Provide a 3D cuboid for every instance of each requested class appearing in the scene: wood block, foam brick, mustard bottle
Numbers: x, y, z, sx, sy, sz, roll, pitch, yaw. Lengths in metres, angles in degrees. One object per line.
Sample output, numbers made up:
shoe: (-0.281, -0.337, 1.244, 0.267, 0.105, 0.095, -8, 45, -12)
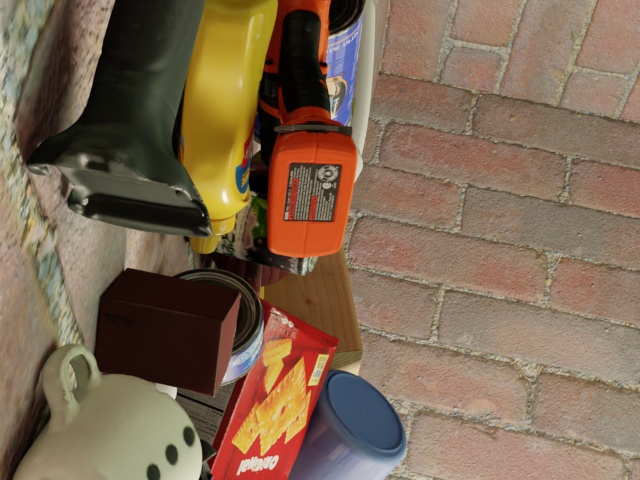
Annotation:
wood block: (-0.021, 0.037, 1.068, 0.091, 0.090, 0.206, 96, -15, -62)
foam brick: (-0.093, 0.055, 0.660, 0.051, 0.078, 0.053, -63, 164, -69)
mustard bottle: (-0.070, -0.078, 0.728, 0.096, 0.058, 0.192, -93, -168, -63)

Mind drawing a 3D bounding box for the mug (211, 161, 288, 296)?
mug: (-0.056, 0.001, 0.934, 0.081, 0.093, 0.117, 104, -13, -64)

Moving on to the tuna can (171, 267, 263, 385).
tuna can: (-0.083, 0.061, 0.767, 0.034, 0.086, 0.086, 95, 8, -49)

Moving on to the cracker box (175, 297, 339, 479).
cracker box: (-0.070, 0.157, 0.867, 0.213, 0.072, 0.164, -70, 157, -8)

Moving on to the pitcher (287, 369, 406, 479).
pitcher: (-0.033, 0.229, 1.026, 0.243, 0.149, 0.144, -48, 162, 25)

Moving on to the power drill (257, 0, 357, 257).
power drill: (-0.018, -0.078, 0.781, 0.187, 0.057, 0.184, -99, -169, -45)
